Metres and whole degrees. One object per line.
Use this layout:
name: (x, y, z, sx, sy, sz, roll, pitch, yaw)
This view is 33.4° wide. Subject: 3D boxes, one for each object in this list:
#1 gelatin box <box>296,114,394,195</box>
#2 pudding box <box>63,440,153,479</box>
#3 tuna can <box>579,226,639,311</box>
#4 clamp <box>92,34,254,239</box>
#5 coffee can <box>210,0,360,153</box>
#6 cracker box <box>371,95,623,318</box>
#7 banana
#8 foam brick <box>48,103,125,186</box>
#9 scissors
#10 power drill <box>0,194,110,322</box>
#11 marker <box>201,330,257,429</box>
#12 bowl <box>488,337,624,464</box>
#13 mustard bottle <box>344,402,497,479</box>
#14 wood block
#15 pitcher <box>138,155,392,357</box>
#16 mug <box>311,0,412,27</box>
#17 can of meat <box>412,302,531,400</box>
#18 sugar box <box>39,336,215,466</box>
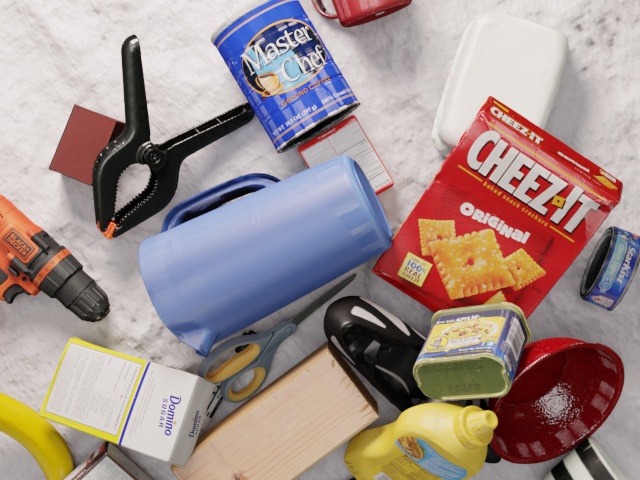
gelatin box: (0.027, -0.080, 1.158, 0.073, 0.030, 0.089, -31, 90, 2)
pudding box: (-0.225, 0.287, 1.161, 0.090, 0.039, 0.113, -43, 108, 2)
tuna can: (0.304, 0.029, 1.119, 0.034, 0.086, 0.086, 22, 92, 3)
clamp: (-0.172, -0.094, 1.140, 0.164, 0.036, 0.210, 20, 100, -29)
coffee can: (-0.037, -0.177, 1.122, 0.103, 0.103, 0.140, -31, 90, 3)
cracker box: (0.178, -0.012, 1.094, 0.164, 0.072, 0.214, 34, 117, 2)
banana: (-0.332, 0.211, 1.157, 0.197, 0.037, 0.069, 47, 65, -16)
foam brick: (-0.252, -0.103, 1.159, 0.051, 0.053, 0.078, 23, 92, 2)
scissors: (-0.041, 0.112, 1.165, 0.201, 0.016, 0.096, -26, 135, -21)
power drill: (-0.348, 0.070, 1.167, 0.184, 0.057, 0.187, 43, 91, 2)
marker: (-0.104, 0.152, 1.174, 0.020, 0.020, 0.121, 31, 93, 2)
bowl: (0.235, 0.156, 1.117, 0.162, 0.055, 0.162, -13, 128, -18)
mustard bottle: (0.112, 0.210, 1.086, 0.096, 0.192, 0.058, 37, 50, -12)
wood block: (-0.047, 0.206, 1.138, 0.206, 0.090, 0.091, -37, 90, 3)
pitcher: (-0.057, 0.001, 1.104, 0.243, 0.145, 0.149, -26, 97, 10)
mug: (0.038, -0.273, 1.131, 0.117, 0.093, 0.081, -16, 96, 34)
can of meat: (0.150, 0.112, 1.063, 0.102, 0.083, 0.057, -10, 118, 30)
sugar box: (-0.204, 0.169, 1.124, 0.176, 0.048, 0.093, 14, 77, 26)
